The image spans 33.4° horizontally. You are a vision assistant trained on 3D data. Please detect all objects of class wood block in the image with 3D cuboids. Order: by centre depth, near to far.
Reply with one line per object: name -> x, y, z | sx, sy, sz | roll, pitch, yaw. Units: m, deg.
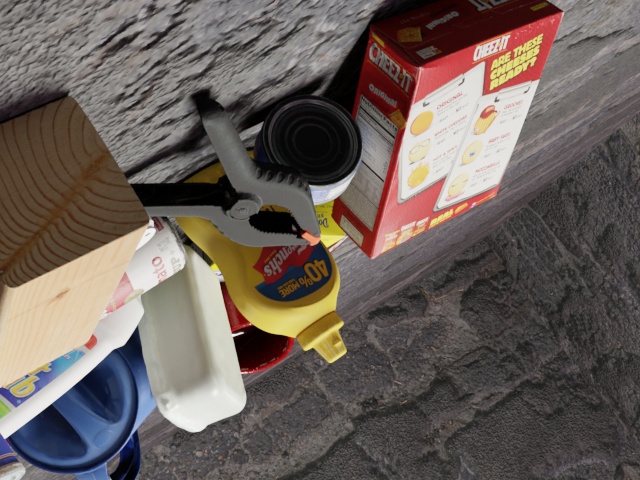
wood block -> -0.184, 0.013, 0.659 | 0.090, 0.090, 0.206 | -28, 170, -31

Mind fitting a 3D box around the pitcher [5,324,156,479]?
pitcher -> -0.217, 0.150, 1.066 | 0.149, 0.145, 0.243 | -64, 177, 3

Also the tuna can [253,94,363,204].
tuna can -> -0.009, -0.074, 0.861 | 0.086, 0.086, 0.034 | -31, 169, -23

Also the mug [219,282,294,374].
mug -> -0.071, 0.081, 1.143 | 0.117, 0.081, 0.093 | -14, 141, -5

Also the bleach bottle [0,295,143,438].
bleach bottle -> -0.245, 0.088, 0.874 | 0.250, 0.102, 0.068 | -39, -175, -16

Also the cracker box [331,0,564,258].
cracker box -> 0.102, -0.104, 0.918 | 0.163, 0.072, 0.214 | -25, 145, -31

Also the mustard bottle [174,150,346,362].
mustard bottle -> -0.039, 0.020, 0.903 | 0.096, 0.192, 0.058 | -28, 169, -36

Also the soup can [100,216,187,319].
soup can -> -0.164, 0.018, 0.836 | 0.102, 0.068, 0.069 | -33, 171, -19

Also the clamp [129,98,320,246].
clamp -> -0.059, -0.042, 0.792 | 0.171, 0.039, 0.120 | 15, 140, -35
